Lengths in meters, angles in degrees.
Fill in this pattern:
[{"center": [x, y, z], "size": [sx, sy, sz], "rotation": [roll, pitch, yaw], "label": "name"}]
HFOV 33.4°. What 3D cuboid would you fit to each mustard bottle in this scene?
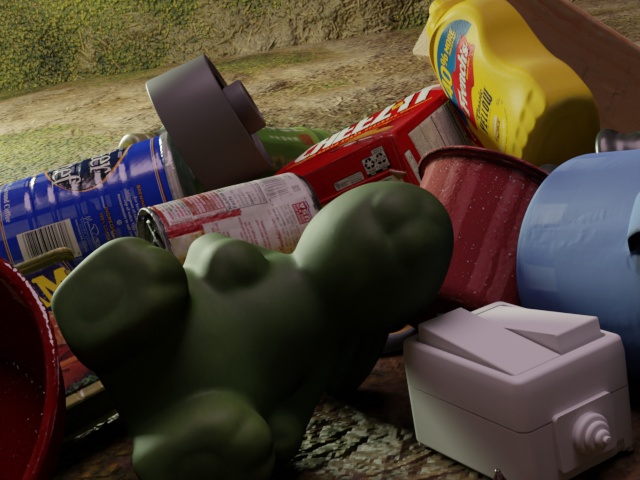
[{"center": [0.123, -0.115, 0.748], "size": [0.058, 0.096, 0.192], "rotation": [-15, 46, -12], "label": "mustard bottle"}]

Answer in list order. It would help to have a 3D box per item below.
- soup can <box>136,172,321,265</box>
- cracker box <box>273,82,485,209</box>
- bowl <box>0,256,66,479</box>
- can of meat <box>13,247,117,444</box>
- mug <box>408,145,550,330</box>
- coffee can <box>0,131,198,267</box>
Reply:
[{"center": [-0.054, 0.001, 0.661], "size": [0.102, 0.068, 0.069], "rotation": [-16, 16, -23], "label": "soup can"}, {"center": [0.026, -0.045, 0.801], "size": [0.164, 0.072, 0.213], "rotation": [-24, 9, 26], "label": "cracker box"}, {"center": [-0.170, 0.085, 0.471], "size": [0.162, 0.162, 0.055], "rotation": [-4, -24, 22], "label": "bowl"}, {"center": [-0.151, 0.062, 0.562], "size": [0.101, 0.084, 0.058], "rotation": [-27, -20, -45], "label": "can of meat"}, {"center": [0.091, 0.014, 0.574], "size": [0.093, 0.117, 0.081], "rotation": [-8, 54, 57], "label": "mug"}, {"center": [-0.162, -0.011, 0.791], "size": [0.140, 0.103, 0.103], "rotation": [-17, 15, 1], "label": "coffee can"}]
